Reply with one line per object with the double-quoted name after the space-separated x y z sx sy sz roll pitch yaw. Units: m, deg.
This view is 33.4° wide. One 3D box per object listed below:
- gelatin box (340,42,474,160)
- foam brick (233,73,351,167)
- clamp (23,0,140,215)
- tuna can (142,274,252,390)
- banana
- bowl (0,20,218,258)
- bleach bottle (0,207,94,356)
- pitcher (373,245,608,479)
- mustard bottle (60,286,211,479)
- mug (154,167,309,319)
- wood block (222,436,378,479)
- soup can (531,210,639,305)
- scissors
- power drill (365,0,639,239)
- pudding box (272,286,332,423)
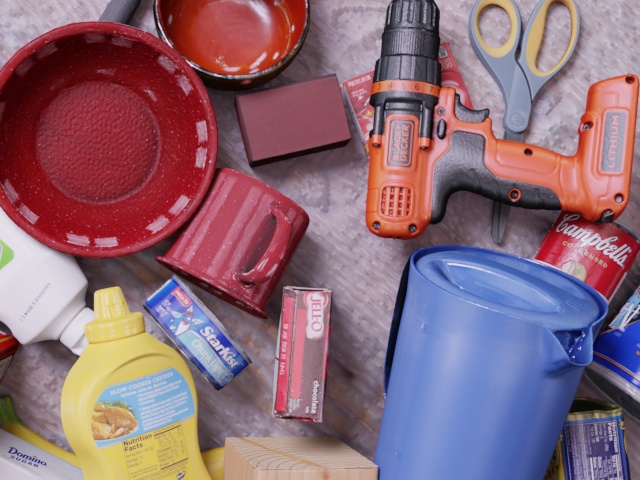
0.069 -0.102 0.817 0.089 0.030 0.073 -21 91 -5 "gelatin box"
-0.021 -0.089 0.797 0.078 0.053 0.051 -13 90 -6 "foam brick"
-0.217 -0.097 0.786 0.164 0.036 0.210 2 91 -9 "clamp"
-0.089 0.067 0.770 0.033 0.086 0.086 -42 93 -9 "tuna can"
-0.151 0.168 0.787 0.197 0.037 0.069 13 88 -5 "banana"
-0.155 -0.070 0.751 0.162 0.055 0.162 -1 93 -13 "bowl"
-0.264 -0.001 0.755 0.251 0.068 0.103 39 107 -3 "bleach bottle"
0.097 0.129 0.750 0.145 0.149 0.243 17 108 12 "pitcher"
-0.127 0.127 0.731 0.096 0.058 0.191 -13 95 -38 "mustard bottle"
-0.055 0.001 0.764 0.093 0.117 0.081 32 81 -24 "mug"
-0.023 0.251 0.756 0.090 0.091 0.206 3 93 -19 "wood block"
0.189 0.030 0.807 0.068 0.068 0.102 32 87 -4 "soup can"
0.137 -0.108 0.831 0.096 0.016 0.202 25 87 -3 "scissors"
0.127 -0.087 0.765 0.188 0.057 0.184 5 87 9 "power drill"
-0.012 0.078 0.764 0.039 0.113 0.090 6 88 -2 "pudding box"
